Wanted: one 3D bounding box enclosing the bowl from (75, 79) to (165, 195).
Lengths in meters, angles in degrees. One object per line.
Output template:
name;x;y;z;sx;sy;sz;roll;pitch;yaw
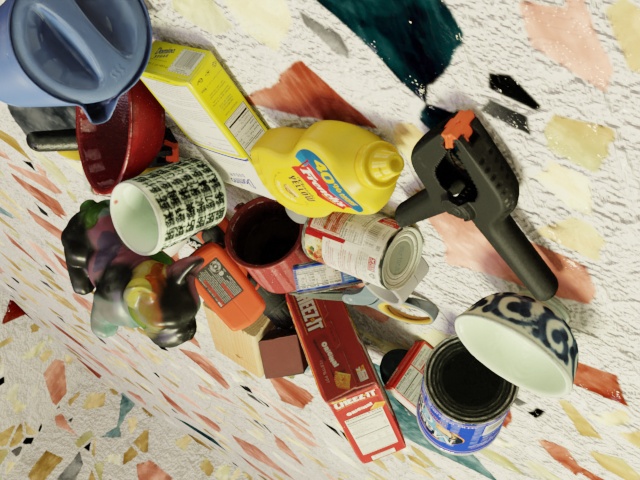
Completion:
bowl;-0.207;-0.129;1.130;0.055;0.162;0.162;-3;-176;-32

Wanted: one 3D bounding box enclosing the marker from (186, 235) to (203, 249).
marker;-0.179;0.001;1.521;0.121;0.020;0.020;28;160;25

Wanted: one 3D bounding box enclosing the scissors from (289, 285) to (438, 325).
scissors;0.038;0.053;1.210;0.202;0.016;0.096;13;145;28

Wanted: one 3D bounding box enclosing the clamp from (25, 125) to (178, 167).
clamp;-0.237;-0.132;1.225;0.171;0.120;0.039;14;148;4

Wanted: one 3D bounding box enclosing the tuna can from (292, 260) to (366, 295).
tuna can;0.013;0.035;1.144;0.086;0.086;0.034;167;93;-66

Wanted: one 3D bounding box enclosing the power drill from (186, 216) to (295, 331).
power drill;-0.096;0.052;1.303;0.184;0.057;0.187;48;-173;-5

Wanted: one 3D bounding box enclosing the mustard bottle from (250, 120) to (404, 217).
mustard bottle;0.015;-0.064;0.961;0.096;0.058;0.192;50;158;-21

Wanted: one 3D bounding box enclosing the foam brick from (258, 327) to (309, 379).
foam brick;-0.045;0.143;1.378;0.078;0.053;0.051;-38;-62;-81

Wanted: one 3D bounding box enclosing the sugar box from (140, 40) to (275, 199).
sugar box;-0.102;-0.119;1.062;0.093;0.048;0.176;21;159;43

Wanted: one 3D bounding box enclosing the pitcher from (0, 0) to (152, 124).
pitcher;-0.271;-0.203;1.055;0.144;0.149;0.243;30;168;-27

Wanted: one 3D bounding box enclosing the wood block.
wood block;-0.102;0.115;1.543;0.091;0.090;0.206;32;160;12

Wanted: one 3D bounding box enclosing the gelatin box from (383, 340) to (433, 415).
gelatin box;0.131;0.177;1.297;0.089;0.073;0.030;40;161;-10

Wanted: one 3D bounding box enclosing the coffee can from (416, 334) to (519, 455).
coffee can;0.162;0.174;1.192;0.103;0.102;0.140;32;161;15

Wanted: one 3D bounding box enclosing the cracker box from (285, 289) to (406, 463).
cracker box;0.032;0.166;1.339;0.213;0.072;0.164;65;-179;-56

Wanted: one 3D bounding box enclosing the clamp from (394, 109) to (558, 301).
clamp;0.129;-0.030;0.872;0.165;0.036;0.210;31;160;19

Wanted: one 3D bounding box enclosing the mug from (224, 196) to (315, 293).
mug;-0.058;0.001;1.209;0.117;0.093;0.081;42;171;32

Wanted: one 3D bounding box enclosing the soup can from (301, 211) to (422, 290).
soup can;0.041;0.002;1.056;0.102;0.068;0.068;22;156;36
